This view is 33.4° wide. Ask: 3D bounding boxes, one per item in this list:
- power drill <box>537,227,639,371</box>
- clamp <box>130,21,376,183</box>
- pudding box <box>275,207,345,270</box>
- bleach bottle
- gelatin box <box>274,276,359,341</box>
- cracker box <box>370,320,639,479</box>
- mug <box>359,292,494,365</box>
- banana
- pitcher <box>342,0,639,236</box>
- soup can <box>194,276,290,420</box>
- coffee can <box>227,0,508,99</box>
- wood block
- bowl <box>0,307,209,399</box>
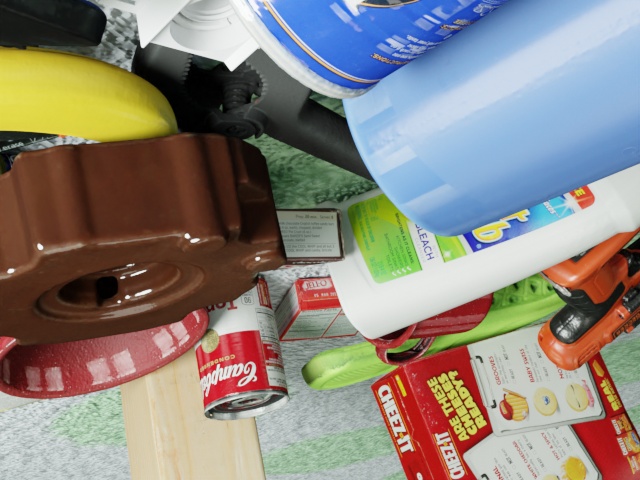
[{"bbox_3d":[0.238,0.011,0.838,0.184,0.057,0.187,-43,147,-2],"label":"power drill"},{"bbox_3d":[-0.053,-0.070,0.569,0.165,0.036,0.210,-9,156,11],"label":"clamp"},{"bbox_3d":[-0.055,0.001,0.697,0.113,0.039,0.090,-3,177,-33],"label":"pudding box"},{"bbox_3d":[0.126,-0.025,0.713,0.251,0.102,0.068,-24,150,12],"label":"bleach bottle"},{"bbox_3d":[0.005,0.058,0.917,0.073,0.030,0.089,-4,157,-16],"label":"gelatin box"},{"bbox_3d":[0.170,0.167,0.938,0.213,0.164,0.072,-12,162,-31],"label":"cracker box"},{"bbox_3d":[0.076,0.045,0.823,0.081,0.093,0.117,-3,115,-34],"label":"mug"},{"bbox_3d":[-0.133,-0.057,0.473,0.197,0.037,0.070,5,136,-45],"label":"banana"},{"bbox_3d":[0.138,-0.094,0.472,0.243,0.145,0.149,-27,116,30],"label":"pitcher"},{"bbox_3d":[-0.066,0.084,0.846,0.068,0.102,0.068,-10,158,-4],"label":"soup can"},{"bbox_3d":[0.041,-0.129,0.386,0.141,0.103,0.102,-28,153,34],"label":"coffee can"},{"bbox_3d":[-0.107,0.167,0.887,0.090,0.206,0.091,-2,156,-24],"label":"wood block"},{"bbox_3d":[-0.165,0.057,0.778,0.162,0.055,0.162,-17,156,-8],"label":"bowl"}]
